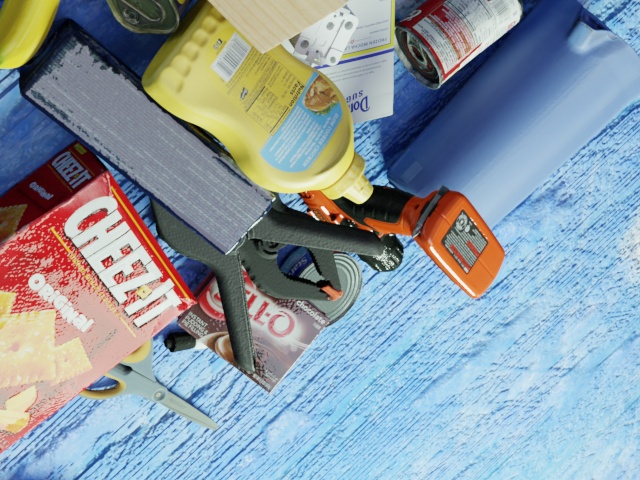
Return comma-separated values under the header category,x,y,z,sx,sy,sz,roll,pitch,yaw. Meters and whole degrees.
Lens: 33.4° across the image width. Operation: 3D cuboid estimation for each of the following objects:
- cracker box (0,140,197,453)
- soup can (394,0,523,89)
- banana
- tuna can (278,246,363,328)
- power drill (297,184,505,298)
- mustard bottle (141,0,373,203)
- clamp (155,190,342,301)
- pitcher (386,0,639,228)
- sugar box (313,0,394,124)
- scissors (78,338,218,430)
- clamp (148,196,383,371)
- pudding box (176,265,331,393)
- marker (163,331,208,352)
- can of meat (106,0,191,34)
category,x,y,z,sx,sy,sz,roll,pitch,yaw
cracker box,-0.227,0.051,0.853,0.213,0.072,0.164,-38,133,-11
soup can,0.121,-0.193,0.952,0.102,0.069,0.068,-39,134,-9
banana,-0.189,-0.200,0.725,0.037,0.069,0.198,16,99,-7
tuna can,-0.003,0.043,1.038,0.086,0.034,0.086,-18,127,-26
power drill,0.070,-0.008,0.954,0.184,0.188,0.057,44,73,-42
mustard bottle,-0.032,-0.092,0.791,0.191,0.058,0.096,40,69,-22
clamp,-0.056,0.001,0.933,0.120,0.039,0.171,-39,103,4
pitcher,0.184,-0.107,1.024,0.243,0.145,0.149,-45,122,2
sugar box,0.015,-0.182,0.897,0.093,0.048,0.176,-16,129,-22
scissors,-0.150,0.124,0.996,0.201,0.016,0.096,21,104,-43
clamp,-0.061,-0.011,0.889,0.164,0.036,0.210,-36,104,8
pudding box,-0.062,0.070,0.978,0.113,0.039,0.090,39,93,-15
marker,-0.093,0.092,1.015,0.120,0.020,0.020,-3,119,-35
can of meat,-0.117,-0.211,0.752,0.083,0.058,0.102,-61,144,-35
